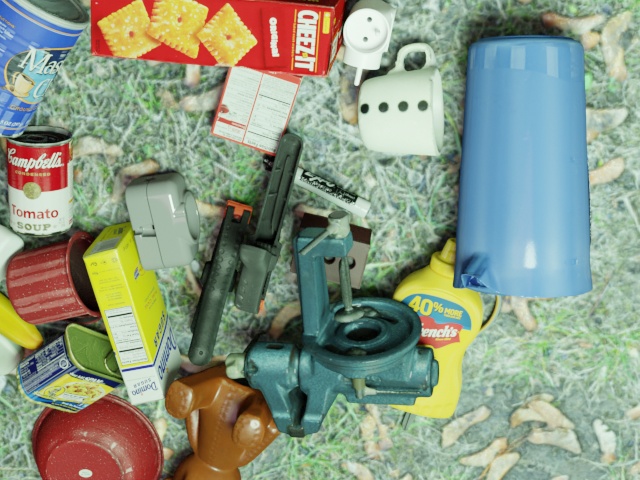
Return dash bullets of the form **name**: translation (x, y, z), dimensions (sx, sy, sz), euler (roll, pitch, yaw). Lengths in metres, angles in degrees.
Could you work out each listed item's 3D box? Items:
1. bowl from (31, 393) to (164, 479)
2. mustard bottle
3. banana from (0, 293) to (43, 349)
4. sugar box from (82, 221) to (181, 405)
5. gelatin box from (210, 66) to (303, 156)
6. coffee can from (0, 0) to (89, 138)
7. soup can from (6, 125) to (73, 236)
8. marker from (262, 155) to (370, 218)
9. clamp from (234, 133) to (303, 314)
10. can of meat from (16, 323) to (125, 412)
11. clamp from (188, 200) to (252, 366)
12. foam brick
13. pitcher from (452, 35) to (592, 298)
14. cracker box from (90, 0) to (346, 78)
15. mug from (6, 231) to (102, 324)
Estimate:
- **bowl**: translation (-0.267, 0.259, 1.243), dimensions (0.162, 0.055, 0.162), euler (2, 110, 5)
- **mustard bottle**: translation (0.118, 0.088, 1.117), dimensions (0.096, 0.058, 0.192), euler (17, 110, 8)
- **banana**: translation (-0.391, 0.057, 1.176), dimensions (0.197, 0.070, 0.037), euler (38, 92, -18)
- **sugar box**: translation (-0.199, 0.077, 1.148), dimensions (0.048, 0.093, 0.176), euler (-13, 109, 11)
- **gelatin box**: translation (-0.065, -0.139, 1.087), dimensions (0.073, 0.030, 0.089), euler (18, 111, -2)
- **coffee can**: translation (-0.308, -0.188, 1.057), dimensions (0.102, 0.102, 0.140), euler (34, 110, -7)
- **soup can**: translation (-0.294, -0.063, 1.120), dimensions (0.068, 0.068, 0.102), euler (6, 112, 4)
- **marker**: translation (-0.005, -0.058, 1.115), dimensions (0.121, 0.020, 0.020), euler (27, 111, -4)
- **clamp**: translation (-0.057, 0.001, 1.095), dimensions (0.036, 0.164, 0.210), euler (17, 147, 2)
- **can of meat**: translation (-0.272, 0.145, 1.181), dimensions (0.084, 0.057, 0.102), euler (-33, 146, 19)
- **clamp**: translation (-0.108, 0.047, 1.117), dimensions (0.039, 0.120, 0.171), euler (11, 108, -13)
- **foam brick**: translation (0.011, 0.010, 1.121), dimensions (0.078, 0.051, 0.053), euler (13, 111, 1)
- **pitcher**: translation (0.201, -0.069, 1.023), dimensions (0.145, 0.149, 0.243), euler (0, 96, 3)
- **cracker box**: translation (-0.088, -0.207, 0.993), dimensions (0.214, 0.164, 0.072), euler (7, 112, 4)
- **mug**: translation (-0.278, 0.051, 1.156), dimensions (0.082, 0.093, 0.117), euler (-13, 137, 16)
